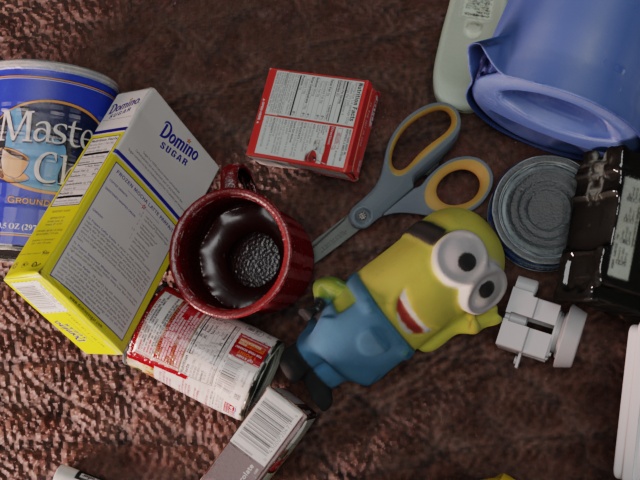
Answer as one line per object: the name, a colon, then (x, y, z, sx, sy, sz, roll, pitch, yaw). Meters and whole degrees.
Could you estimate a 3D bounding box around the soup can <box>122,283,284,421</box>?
soup can: (-0.086, 0.083, 0.795, 0.102, 0.068, 0.068, 25, 85, 8)

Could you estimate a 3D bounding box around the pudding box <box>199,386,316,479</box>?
pudding box: (-0.051, 0.160, 0.769, 0.039, 0.090, 0.113, 38, 86, 8)

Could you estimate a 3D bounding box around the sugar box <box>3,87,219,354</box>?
sugar box: (-0.145, -0.016, 0.772, 0.048, 0.093, 0.176, -5, 48, 35)

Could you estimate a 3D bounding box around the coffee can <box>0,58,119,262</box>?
coffee can: (-0.211, -0.055, 0.811, 0.103, 0.103, 0.140, 4, 82, 6)

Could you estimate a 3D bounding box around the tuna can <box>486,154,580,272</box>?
tuna can: (0.169, -0.021, 0.802, 0.086, 0.033, 0.086, -1, 81, 5)

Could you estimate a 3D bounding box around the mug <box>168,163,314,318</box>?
mug: (-0.055, 0.001, 0.791, 0.093, 0.081, 0.117, -12, 81, 15)

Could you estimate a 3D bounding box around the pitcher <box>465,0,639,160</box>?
pitcher: (0.217, -0.183, 0.784, 0.145, 0.149, 0.243, 19, 80, 23)

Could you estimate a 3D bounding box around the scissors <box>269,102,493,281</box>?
scissors: (0.052, -0.013, 0.822, 0.096, 0.016, 0.202, 37, 95, 0)

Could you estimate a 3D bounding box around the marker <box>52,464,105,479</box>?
marker: (-0.144, 0.198, 0.808, 0.121, 0.020, 0.020, 18, 84, 8)

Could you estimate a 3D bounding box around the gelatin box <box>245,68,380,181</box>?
gelatin box: (-0.005, -0.090, 0.822, 0.089, 0.030, 0.073, 11, 83, 24)
